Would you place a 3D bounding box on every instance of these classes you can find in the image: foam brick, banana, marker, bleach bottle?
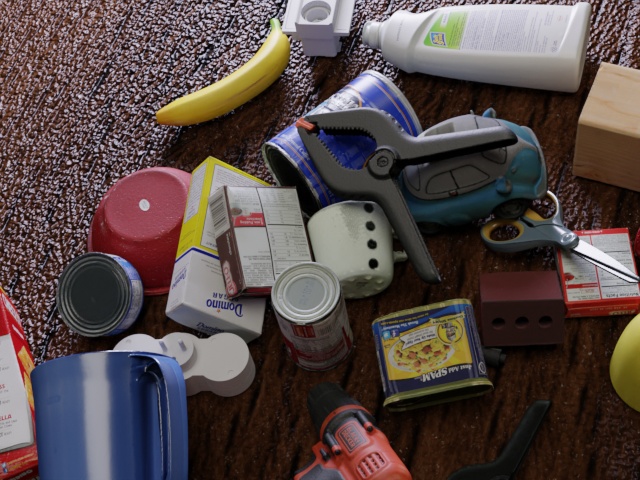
[{"bbox_3d":[0.191,0.065,1.020,0.078,0.053,0.051,-4,32,7],"label":"foam brick"},{"bbox_3d":[-0.100,-0.185,1.247,0.197,0.037,0.070,-41,43,-18],"label":"banana"},{"bbox_3d":[0.121,0.101,1.037,0.121,0.020,0.020,13,61,16],"label":"marker"},{"bbox_3d":[0.173,-0.229,1.215,0.251,0.068,0.102,9,59,17],"label":"bleach bottle"}]

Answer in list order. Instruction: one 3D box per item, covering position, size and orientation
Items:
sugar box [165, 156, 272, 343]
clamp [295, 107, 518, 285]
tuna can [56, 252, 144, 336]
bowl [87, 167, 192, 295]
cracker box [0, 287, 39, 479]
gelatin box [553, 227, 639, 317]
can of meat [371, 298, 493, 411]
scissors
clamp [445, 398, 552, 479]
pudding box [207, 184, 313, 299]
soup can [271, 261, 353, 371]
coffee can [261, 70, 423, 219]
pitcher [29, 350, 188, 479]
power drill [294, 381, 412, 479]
[{"bbox_3d":[-0.097,0.011,1.088,0.093,0.048,0.176,24,56,-26],"label":"sugar box"},{"bbox_3d":[0.064,-0.060,1.028,0.210,0.036,0.164,21,84,19],"label":"clamp"},{"bbox_3d":[-0.224,0.056,1.091,0.086,0.033,0.086,-2,85,19],"label":"tuna can"},{"bbox_3d":[-0.179,-0.023,1.142,0.162,0.055,0.162,-4,57,7],"label":"bowl"},{"bbox_3d":[-0.357,0.167,1.040,0.164,0.072,0.214,-22,56,-6],"label":"cracker box"},{"bbox_3d":[0.271,0.032,1.050,0.073,0.030,0.089,-4,54,6],"label":"gelatin box"},{"bbox_3d":[0.103,0.108,0.998,0.102,0.057,0.084,-13,70,9],"label":"can of meat"},{"bbox_3d":[0.222,0.008,1.041,0.096,0.016,0.202,-30,34,4],"label":"scissors"},{"bbox_3d":[0.171,0.230,0.936,0.171,0.039,0.120,-36,55,-7],"label":"clamp"},{"bbox_3d":[-0.057,0.001,1.065,0.089,0.039,0.113,0,70,-36],"label":"pudding box"},{"bbox_3d":[-0.007,0.074,1.025,0.068,0.102,0.068,-4,58,6],"label":"soup can"},{"bbox_3d":[0.024,-0.100,1.130,0.140,0.103,0.103,-37,60,-14],"label":"coffee can"},{"bbox_3d":[-0.174,0.219,0.919,0.145,0.149,0.243,-7,70,-2],"label":"pitcher"},{"bbox_3d":[-0.026,0.215,0.940,0.187,0.057,0.185,-37,26,-4],"label":"power drill"}]
